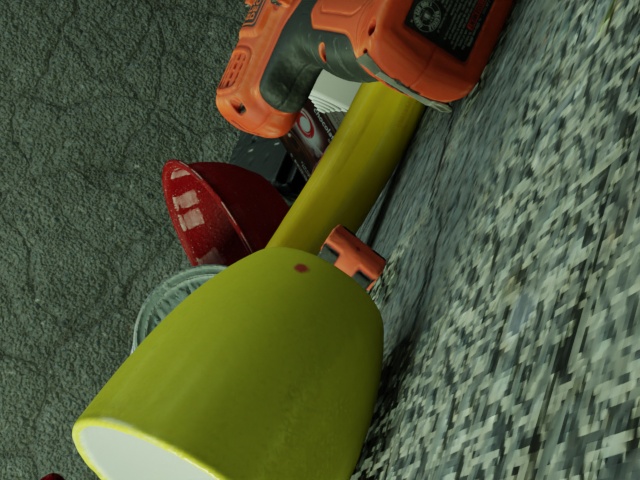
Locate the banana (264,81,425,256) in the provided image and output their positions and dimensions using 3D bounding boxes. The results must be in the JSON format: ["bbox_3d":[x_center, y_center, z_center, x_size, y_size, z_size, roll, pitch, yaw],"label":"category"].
[{"bbox_3d":[0.016,-0.045,0.571,0.198,0.037,0.069,-63,-24,-2],"label":"banana"}]

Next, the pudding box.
[{"bbox_3d":[-0.012,-0.113,0.865,0.039,0.113,0.090,-31,-7,-24],"label":"pudding box"}]

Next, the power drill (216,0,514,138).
[{"bbox_3d":[0.027,-0.135,0.522,0.188,0.057,0.184,15,82,64],"label":"power drill"}]

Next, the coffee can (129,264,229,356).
[{"bbox_3d":[-0.083,0.085,0.750,0.140,0.103,0.102,125,168,-68],"label":"coffee can"}]

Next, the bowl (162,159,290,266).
[{"bbox_3d":[-0.055,0.001,0.802,0.055,0.162,0.162,-30,-10,-21],"label":"bowl"}]
